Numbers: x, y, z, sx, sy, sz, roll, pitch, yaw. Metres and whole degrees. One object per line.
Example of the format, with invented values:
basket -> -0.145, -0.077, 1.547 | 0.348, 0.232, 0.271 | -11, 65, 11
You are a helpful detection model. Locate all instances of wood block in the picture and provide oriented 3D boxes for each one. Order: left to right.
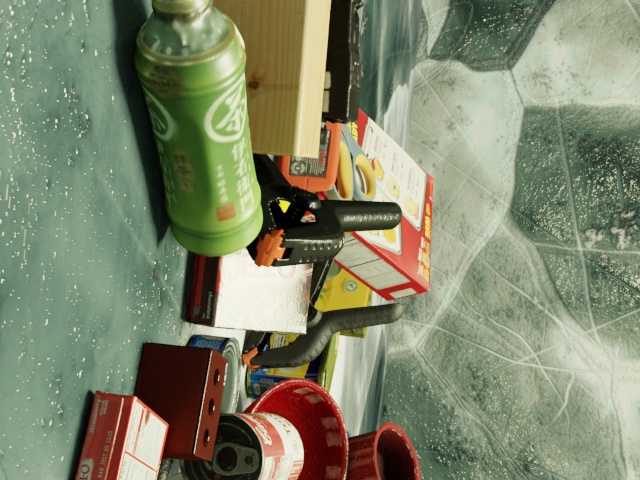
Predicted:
wood block -> -0.044, -0.172, 0.841 | 0.090, 0.091, 0.206 | -21, 117, -79

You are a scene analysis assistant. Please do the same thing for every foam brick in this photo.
foam brick -> -0.102, 0.117, 0.769 | 0.053, 0.051, 0.078 | 65, 31, -72

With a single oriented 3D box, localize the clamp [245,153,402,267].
clamp -> -0.028, -0.030, 0.885 | 0.036, 0.164, 0.209 | -67, 170, 22

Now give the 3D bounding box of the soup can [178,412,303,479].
soup can -> -0.059, 0.169, 0.837 | 0.102, 0.069, 0.068 | 27, 69, -70

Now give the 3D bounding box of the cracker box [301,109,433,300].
cracker box -> 0.045, -0.050, 1.226 | 0.213, 0.072, 0.164 | 37, 47, -40

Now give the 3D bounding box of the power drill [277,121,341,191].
power drill -> -0.013, -0.146, 1.042 | 0.187, 0.057, 0.184 | -95, -172, -60

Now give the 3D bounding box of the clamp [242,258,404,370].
clamp -> -0.013, 0.068, 1.107 | 0.120, 0.171, 0.039 | 59, -7, 29

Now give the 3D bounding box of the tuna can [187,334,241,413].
tuna can -> -0.093, 0.122, 0.893 | 0.086, 0.034, 0.086 | 6, 90, -81

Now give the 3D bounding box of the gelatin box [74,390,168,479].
gelatin box -> -0.129, 0.143, 0.686 | 0.089, 0.030, 0.073 | 73, 26, -68

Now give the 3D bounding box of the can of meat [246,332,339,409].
can of meat -> -0.029, 0.128, 1.147 | 0.057, 0.084, 0.102 | 86, 13, -46

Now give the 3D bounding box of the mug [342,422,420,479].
mug -> 0.046, 0.257, 1.138 | 0.093, 0.082, 0.117 | 55, 33, -24

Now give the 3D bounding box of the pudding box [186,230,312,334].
pudding box -> -0.056, 0.030, 0.896 | 0.113, 0.039, 0.090 | 10, 86, -49

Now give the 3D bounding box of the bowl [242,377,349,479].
bowl -> -0.043, 0.218, 1.068 | 0.161, 0.055, 0.162 | 4, 85, -48

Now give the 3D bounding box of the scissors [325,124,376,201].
scissors -> 0.030, -0.124, 1.159 | 0.096, 0.016, 0.201 | 30, 53, -46
